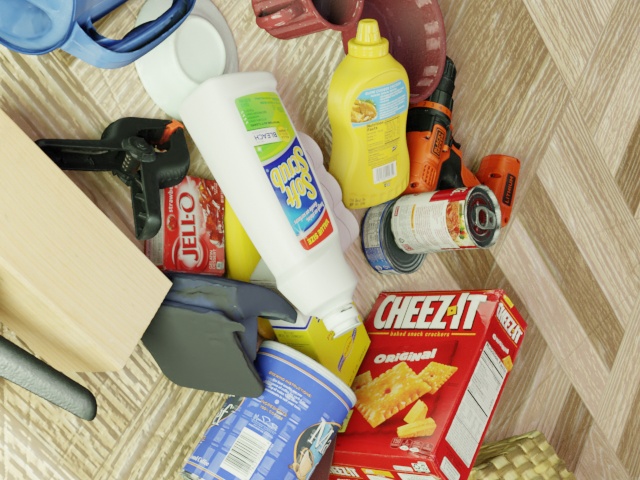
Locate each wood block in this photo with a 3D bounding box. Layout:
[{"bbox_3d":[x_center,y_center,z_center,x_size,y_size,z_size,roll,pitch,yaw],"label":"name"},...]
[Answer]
[{"bbox_3d":[-0.223,0.004,0.811,0.206,0.090,0.090,50,52,-32],"label":"wood block"}]

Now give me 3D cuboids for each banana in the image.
[{"bbox_3d":[-0.068,-0.002,1.022,0.069,0.037,0.198,-3,89,-52],"label":"banana"}]

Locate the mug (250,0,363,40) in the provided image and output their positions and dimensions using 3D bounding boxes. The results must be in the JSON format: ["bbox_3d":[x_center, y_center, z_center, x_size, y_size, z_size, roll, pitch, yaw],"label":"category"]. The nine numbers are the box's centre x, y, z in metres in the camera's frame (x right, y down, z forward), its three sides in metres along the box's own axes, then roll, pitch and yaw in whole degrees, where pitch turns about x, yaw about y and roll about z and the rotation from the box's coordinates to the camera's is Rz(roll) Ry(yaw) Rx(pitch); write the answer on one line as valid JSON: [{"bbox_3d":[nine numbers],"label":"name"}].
[{"bbox_3d":[-0.022,-0.242,1.067,0.117,0.082,0.093,-51,122,-39],"label":"mug"}]

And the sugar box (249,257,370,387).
[{"bbox_3d":[-0.006,0.071,1.048,0.093,0.048,0.176,-63,145,-40],"label":"sugar box"}]

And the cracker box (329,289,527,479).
[{"bbox_3d":[0.098,0.149,1.099,0.072,0.164,0.213,53,51,-33],"label":"cracker box"}]

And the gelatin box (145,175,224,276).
[{"bbox_3d":[-0.122,-0.013,0.970,0.073,0.030,0.089,7,80,-48],"label":"gelatin box"}]

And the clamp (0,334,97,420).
[{"bbox_3d":[-0.274,0.074,0.738,0.164,0.036,0.210,-29,106,-7],"label":"clamp"}]

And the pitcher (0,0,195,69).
[{"bbox_3d":[-0.169,-0.247,0.869,0.242,0.145,0.149,-44,138,-44],"label":"pitcher"}]

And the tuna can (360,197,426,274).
[{"bbox_3d":[0.083,-0.004,1.196,0.085,0.034,0.086,7,81,-48],"label":"tuna can"}]

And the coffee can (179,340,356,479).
[{"bbox_3d":[-0.046,0.176,0.958,0.102,0.103,0.140,46,68,-35],"label":"coffee can"}]

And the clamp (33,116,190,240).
[{"bbox_3d":[-0.167,-0.069,0.891,0.120,0.039,0.171,35,25,-8],"label":"clamp"}]

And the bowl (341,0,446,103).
[{"bbox_3d":[0.073,-0.229,1.192,0.161,0.055,0.162,7,81,-48],"label":"bowl"}]

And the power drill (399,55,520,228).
[{"bbox_3d":[0.166,-0.107,1.285,0.187,0.057,0.184,31,67,-39],"label":"power drill"}]

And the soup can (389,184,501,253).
[{"bbox_3d":[0.134,-0.021,1.149,0.068,0.102,0.068,7,81,-47],"label":"soup can"}]

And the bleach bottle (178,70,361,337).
[{"bbox_3d":[-0.030,-0.031,0.960,0.102,0.068,0.251,-16,74,-52],"label":"bleach bottle"}]

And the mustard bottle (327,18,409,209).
[{"bbox_3d":[0.050,-0.134,1.109,0.096,0.058,0.192,-21,123,-33],"label":"mustard bottle"}]
